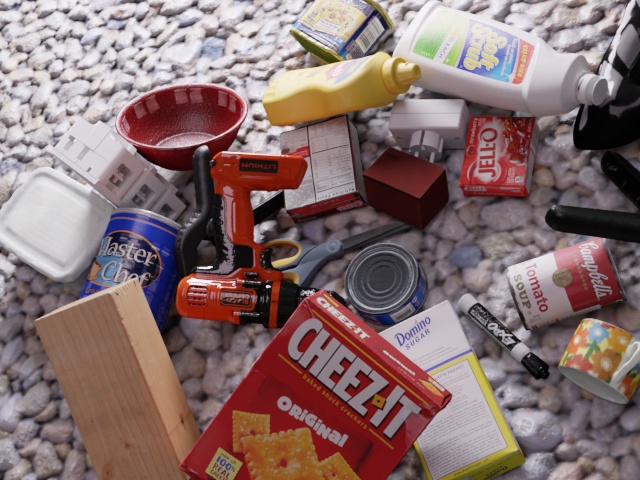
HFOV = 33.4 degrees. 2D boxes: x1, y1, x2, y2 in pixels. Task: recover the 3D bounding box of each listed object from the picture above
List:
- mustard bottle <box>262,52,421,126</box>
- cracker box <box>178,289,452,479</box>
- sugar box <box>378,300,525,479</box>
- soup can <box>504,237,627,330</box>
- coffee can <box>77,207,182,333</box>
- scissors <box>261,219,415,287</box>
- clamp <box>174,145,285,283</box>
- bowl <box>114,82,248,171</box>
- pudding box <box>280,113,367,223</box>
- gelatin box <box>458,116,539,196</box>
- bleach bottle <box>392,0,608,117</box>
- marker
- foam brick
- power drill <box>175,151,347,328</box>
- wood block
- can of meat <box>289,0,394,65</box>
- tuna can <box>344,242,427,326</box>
[{"bbox_3d":[0.031,-0.176,1.218,0.192,0.058,0.096,-5,25,39],"label":"mustard bottle"},{"bbox_3d":[-0.006,0.181,1.012,0.164,0.072,0.214,38,102,9],"label":"cracker box"},{"bbox_3d":[0.123,0.155,1.055,0.093,0.048,0.176,-26,53,8],"label":"sugar box"},{"bbox_3d":[0.240,0.042,1.049,0.102,0.068,0.068,-19,58,13],"label":"soup can"},{"bbox_3d":[-0.214,0.047,1.219,0.103,0.102,0.140,7,68,26],"label":"coffee can"},{"bbox_3d":[0.008,0.027,1.186,0.202,0.016,0.096,-6,59,21],"label":"scissors"},{"bbox_3d":[-0.123,-0.021,1.207,0.120,0.039,0.171,34,67,-9],"label":"clamp"},{"bbox_3d":[-0.165,-0.131,1.297,0.162,0.055,0.162,-3,36,2],"label":"bowl"},{"bbox_3d":[0.002,-0.083,1.234,0.090,0.039,0.113,-14,62,14],"label":"pudding box"},{"bbox_3d":[0.194,-0.091,1.161,0.073,0.030,0.089,3,65,25],"label":"gelatin box"},{"bbox_3d":[0.201,-0.193,1.162,0.251,0.068,0.102,23,72,42],"label":"bleach bottle"},{"bbox_3d":[0.185,0.097,1.073,0.020,0.020,0.121,-44,56,-3],"label":"marker"},{"bbox_3d":[0.094,-0.058,1.167,0.078,0.051,0.053,26,59,32],"label":"foam brick"},{"bbox_3d":[-0.058,0.001,1.156,0.184,0.057,0.187,5,78,-1],"label":"power drill"},{"bbox_3d":[-0.202,0.155,1.104,0.090,0.090,0.206,-21,93,11],"label":"wood block"},{"bbox_3d":[0.024,-0.260,1.306,0.102,0.057,0.084,37,84,34],"label":"can of meat"},{"bbox_3d":[0.069,0.046,1.140,0.086,0.033,0.086,-10,61,18],"label":"tuna can"}]
